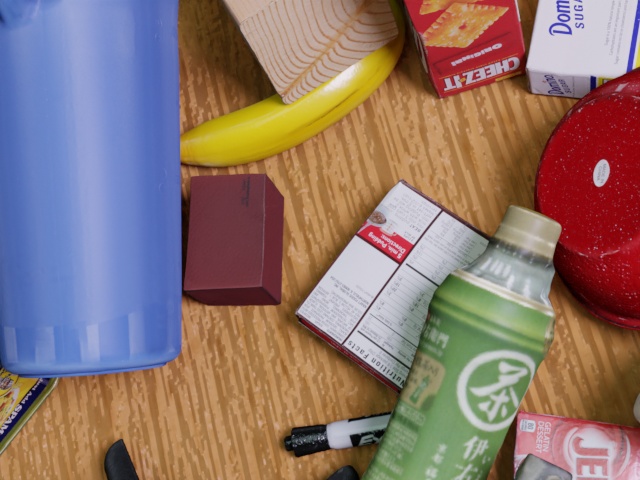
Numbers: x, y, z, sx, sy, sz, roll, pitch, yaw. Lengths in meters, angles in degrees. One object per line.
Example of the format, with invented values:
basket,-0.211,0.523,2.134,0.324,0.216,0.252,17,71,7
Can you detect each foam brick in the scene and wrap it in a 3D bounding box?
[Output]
foam brick,-0.055,0.001,0.693,0.053,0.051,0.078,-1,73,12

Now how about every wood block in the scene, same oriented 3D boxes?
wood block,-0.042,-0.204,0.714,0.091,0.090,0.206,-32,57,1

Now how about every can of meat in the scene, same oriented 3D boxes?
can of meat,-0.229,0.098,0.686,0.057,0.084,0.102,36,84,20

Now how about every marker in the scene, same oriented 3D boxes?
marker,0.037,0.115,0.652,0.121,0.020,0.020,-11,71,10

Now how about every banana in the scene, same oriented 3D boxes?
banana,-0.010,-0.102,0.726,0.198,0.037,0.070,-39,51,-2

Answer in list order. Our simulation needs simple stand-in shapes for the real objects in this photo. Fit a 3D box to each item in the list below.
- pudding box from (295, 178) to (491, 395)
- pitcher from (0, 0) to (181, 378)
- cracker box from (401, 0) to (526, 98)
pudding box,0.053,0.031,0.665,0.090,0.039,0.113,35,85,20
pitcher,-0.142,-0.042,0.662,0.149,0.145,0.243,-2,87,-30
cracker box,0.063,-0.205,0.644,0.072,0.213,0.164,-17,69,9
